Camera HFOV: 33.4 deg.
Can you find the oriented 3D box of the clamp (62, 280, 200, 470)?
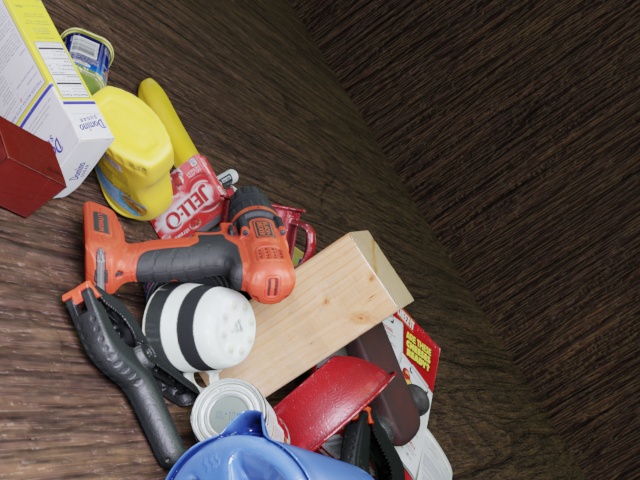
[{"bbox_3d":[-0.156,0.105,0.914,0.171,0.039,0.120,61,5,-10],"label":"clamp"}]

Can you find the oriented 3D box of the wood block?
[{"bbox_3d":[-0.021,0.083,1.074,0.090,0.206,0.090,57,14,7],"label":"wood block"}]

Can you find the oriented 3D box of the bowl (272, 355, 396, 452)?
[{"bbox_3d":[-0.002,0.164,1.059,0.055,0.162,0.162,49,12,5],"label":"bowl"}]

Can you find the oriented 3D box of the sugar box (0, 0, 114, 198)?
[{"bbox_3d":[-0.262,-0.135,0.986,0.048,0.093,0.176,-13,67,-50],"label":"sugar box"}]

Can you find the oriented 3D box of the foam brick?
[{"bbox_3d":[-0.264,-0.062,0.904,0.078,0.051,0.053,34,26,-58],"label":"foam brick"}]

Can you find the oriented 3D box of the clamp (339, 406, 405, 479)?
[{"bbox_3d":[0.067,0.278,1.101,0.164,0.036,0.210,16,59,-50],"label":"clamp"}]

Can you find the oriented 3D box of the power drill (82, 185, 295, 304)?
[{"bbox_3d":[-0.123,-0.002,0.983,0.184,0.187,0.057,-114,-156,-62],"label":"power drill"}]

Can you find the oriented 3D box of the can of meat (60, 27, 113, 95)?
[{"bbox_3d":[-0.248,-0.148,1.062,0.057,0.102,0.084,22,29,-19],"label":"can of meat"}]

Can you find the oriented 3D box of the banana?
[{"bbox_3d":[-0.195,-0.145,1.397,0.198,0.037,0.069,61,13,22],"label":"banana"}]

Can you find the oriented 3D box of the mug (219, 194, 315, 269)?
[{"bbox_3d":[-0.057,0.001,1.123,0.093,0.117,0.081,7,93,-63],"label":"mug"}]

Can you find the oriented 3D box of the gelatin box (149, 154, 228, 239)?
[{"bbox_3d":[-0.149,-0.041,1.184,0.073,0.089,0.030,58,13,11],"label":"gelatin box"}]

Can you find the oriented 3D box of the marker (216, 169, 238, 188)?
[{"bbox_3d":[-0.141,-0.066,1.356,0.020,0.020,0.121,55,32,-2],"label":"marker"}]

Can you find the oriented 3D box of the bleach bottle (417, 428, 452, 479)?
[{"bbox_3d":[0.113,0.318,1.311,0.102,0.068,0.250,56,15,-5],"label":"bleach bottle"}]

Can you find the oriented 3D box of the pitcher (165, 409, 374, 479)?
[{"bbox_3d":[-0.025,0.243,0.881,0.145,0.149,0.242,45,4,24],"label":"pitcher"}]

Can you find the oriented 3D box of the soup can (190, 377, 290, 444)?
[{"bbox_3d":[-0.070,0.168,0.941,0.068,0.068,0.102,62,-3,27],"label":"soup can"}]

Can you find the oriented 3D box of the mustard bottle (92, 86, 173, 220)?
[{"bbox_3d":[-0.188,-0.070,1.064,0.096,0.058,0.192,42,-22,10],"label":"mustard bottle"}]

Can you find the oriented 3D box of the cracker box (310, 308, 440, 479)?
[{"bbox_3d":[0.060,0.178,1.266,0.164,0.072,0.213,47,42,-35],"label":"cracker box"}]
